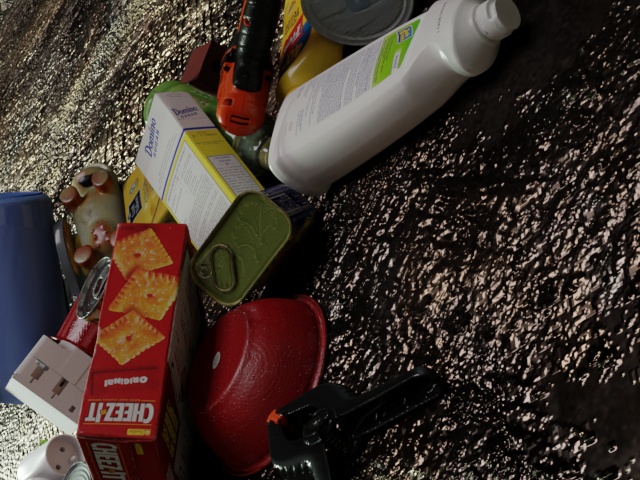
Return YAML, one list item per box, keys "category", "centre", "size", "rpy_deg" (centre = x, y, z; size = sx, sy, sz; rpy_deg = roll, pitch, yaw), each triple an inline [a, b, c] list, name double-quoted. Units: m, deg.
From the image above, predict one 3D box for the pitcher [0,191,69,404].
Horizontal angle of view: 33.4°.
- category: "pitcher"
  centre: [-0.360, 0.065, 1.269]
  size: [0.149, 0.144, 0.243]
  rpy_deg: [-168, 74, -65]

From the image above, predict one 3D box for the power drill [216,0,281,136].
- category: "power drill"
  centre: [-0.058, -0.216, 1.019]
  size: [0.184, 0.057, 0.188]
  rpy_deg: [-92, 14, -53]

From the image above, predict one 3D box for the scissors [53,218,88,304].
- category: "scissors"
  centre: [-0.280, 0.073, 1.263]
  size: [0.096, 0.016, 0.202]
  rpy_deg: [-73, -31, -86]

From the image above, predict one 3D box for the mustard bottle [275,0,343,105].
- category: "mustard bottle"
  centre: [-0.010, -0.183, 1.052]
  size: [0.096, 0.058, 0.191]
  rpy_deg: [-48, 29, 47]

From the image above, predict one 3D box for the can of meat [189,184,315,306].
- category: "can of meat"
  centre: [-0.056, 0.001, 0.931]
  size: [0.102, 0.057, 0.083]
  rpy_deg: [-53, -8, 17]

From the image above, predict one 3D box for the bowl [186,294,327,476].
- category: "bowl"
  centre: [-0.064, 0.109, 0.885]
  size: [0.162, 0.055, 0.162]
  rpy_deg: [-42, 33, 35]

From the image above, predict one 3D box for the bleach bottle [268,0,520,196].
- category: "bleach bottle"
  centre: [0.060, -0.124, 0.875]
  size: [0.251, 0.068, 0.102]
  rpy_deg: [-26, 44, 47]

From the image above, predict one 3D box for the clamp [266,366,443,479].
- category: "clamp"
  centre: [0.006, 0.144, 0.736]
  size: [0.120, 0.039, 0.172]
  rpy_deg: [-52, 16, -30]

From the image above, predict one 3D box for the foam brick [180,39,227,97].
- category: "foam brick"
  centre: [-0.112, -0.181, 1.211]
  size: [0.051, 0.078, 0.053]
  rpy_deg: [-10, 58, 55]

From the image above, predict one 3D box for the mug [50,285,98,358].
- category: "mug"
  centre: [-0.225, 0.094, 1.159]
  size: [0.117, 0.093, 0.081]
  rpy_deg: [17, 74, 36]

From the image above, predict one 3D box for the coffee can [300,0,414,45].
- category: "coffee can"
  centre: [0.037, -0.267, 0.999]
  size: [0.103, 0.102, 0.140]
  rpy_deg: [-38, 36, 40]

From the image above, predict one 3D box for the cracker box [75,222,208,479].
- category: "cracker box"
  centre: [-0.149, 0.116, 0.920]
  size: [0.164, 0.072, 0.213]
  rpy_deg: [88, -175, -50]

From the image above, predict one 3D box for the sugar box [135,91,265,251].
- category: "sugar box"
  centre: [-0.117, -0.059, 1.042]
  size: [0.176, 0.048, 0.093]
  rpy_deg: [54, 136, 34]

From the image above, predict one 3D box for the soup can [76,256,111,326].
- category: "soup can"
  centre: [-0.187, 0.067, 1.087]
  size: [0.069, 0.102, 0.068]
  rpy_deg: [-42, 33, 36]
